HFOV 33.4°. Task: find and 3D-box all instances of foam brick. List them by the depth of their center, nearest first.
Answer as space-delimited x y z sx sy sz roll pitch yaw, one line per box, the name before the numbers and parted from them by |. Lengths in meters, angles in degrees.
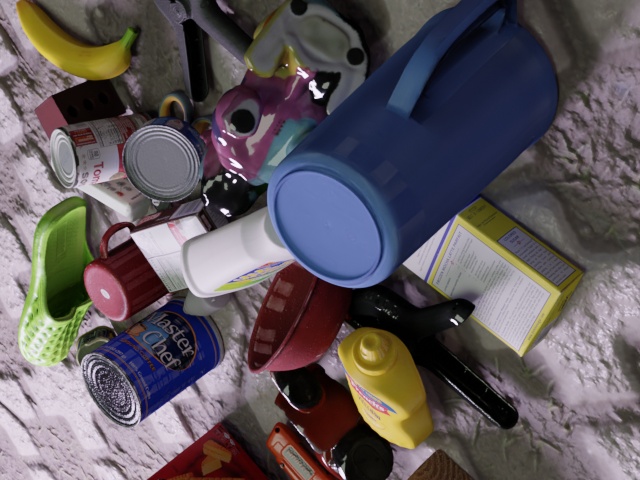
foam brick | -0.272 -0.146 1.208 0.051 0.078 0.053 -21 100 50

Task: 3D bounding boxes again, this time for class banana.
banana | -0.275 -0.220 1.197 0.198 0.037 0.070 20 101 31

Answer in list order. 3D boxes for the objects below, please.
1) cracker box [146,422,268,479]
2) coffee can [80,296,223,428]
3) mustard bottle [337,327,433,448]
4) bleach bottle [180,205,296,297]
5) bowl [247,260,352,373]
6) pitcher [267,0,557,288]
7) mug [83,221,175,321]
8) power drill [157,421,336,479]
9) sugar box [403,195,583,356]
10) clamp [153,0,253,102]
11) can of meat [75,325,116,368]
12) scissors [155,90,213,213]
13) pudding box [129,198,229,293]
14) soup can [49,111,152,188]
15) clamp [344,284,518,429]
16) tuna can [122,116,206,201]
cracker box | -0.157 0.354 1.320 0.164 0.213 0.072 49 148 8
coffee can | -0.201 0.145 1.283 0.103 0.140 0.103 24 131 31
mustard bottle | 0.060 0.133 1.024 0.096 0.058 0.191 44 167 27
bleach bottle | -0.057 0.001 1.028 0.251 0.102 0.068 -26 79 67
bowl | -0.014 0.069 1.070 0.055 0.162 0.162 26 141 -14
pitcher | 0.071 -0.079 0.791 0.145 0.242 0.149 -12 113 44
mug | -0.232 0.035 1.286 0.093 0.081 0.117 13 124 39
power drill | -0.088 0.305 1.255 0.184 0.187 0.057 45 179 10
sugar box | 0.136 0.013 0.943 0.176 0.048 0.093 41 138 22
clamp | -0.130 -0.220 1.051 0.120 0.039 0.171 -33 86 45
can of meat | -0.283 0.170 1.417 0.102 0.057 0.084 63 172 -8
scissors | -0.169 -0.088 1.182 0.096 0.016 0.202 56 134 7
pudding box | -0.146 0.006 1.193 0.114 0.039 0.090 -14 117 38
soup can | -0.233 -0.098 1.160 0.069 0.102 0.068 27 124 48
clamp | 0.090 0.085 1.016 0.210 0.036 0.164 27 150 40
tuna can | -0.162 -0.086 1.119 0.086 0.033 0.086 5 116 11
